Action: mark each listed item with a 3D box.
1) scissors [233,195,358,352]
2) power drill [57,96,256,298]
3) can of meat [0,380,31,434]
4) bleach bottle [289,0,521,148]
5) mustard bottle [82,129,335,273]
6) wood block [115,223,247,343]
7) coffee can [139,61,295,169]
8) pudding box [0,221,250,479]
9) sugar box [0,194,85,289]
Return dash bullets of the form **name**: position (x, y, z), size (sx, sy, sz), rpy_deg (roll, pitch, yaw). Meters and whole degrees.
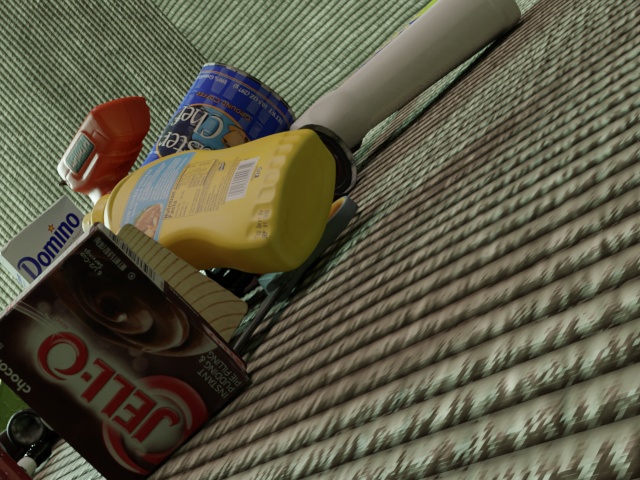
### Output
- **scissors**: position (-0.033, 0.034, 0.700), size (0.096, 0.016, 0.201), rpy_deg (-39, 8, 43)
- **power drill**: position (-0.128, -0.015, 0.833), size (0.057, 0.188, 0.185), rpy_deg (-18, -16, -40)
- **can of meat**: position (-0.354, 0.199, 1.221), size (0.084, 0.057, 0.102), rpy_deg (-38, 38, 52)
- **bleach bottle**: position (0.061, -0.145, 0.977), size (0.251, 0.068, 0.102), rpy_deg (-39, 4, -3)
- **mustard bottle**: position (-0.087, -0.019, 0.716), size (0.192, 0.058, 0.096), rpy_deg (-6, 52, 33)
- **wood block**: position (-0.135, 0.068, 0.703), size (0.090, 0.090, 0.206), rpy_deg (-58, 12, -21)
- **coffee can**: position (-0.101, -0.081, 1.002), size (0.140, 0.102, 0.103), rpy_deg (-60, 11, -13)
- **pudding box**: position (-0.106, 0.059, 0.547), size (0.090, 0.113, 0.039), rpy_deg (-43, 10, 2)
- **sugar box**: position (-0.239, 0.048, 1.101), size (0.093, 0.176, 0.048), rpy_deg (-45, 7, -22)
